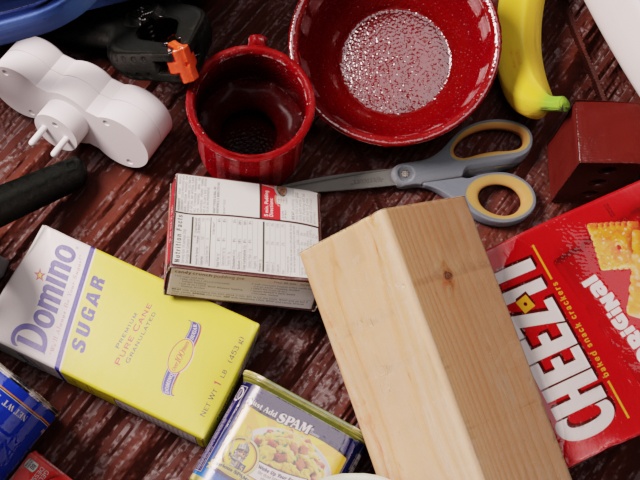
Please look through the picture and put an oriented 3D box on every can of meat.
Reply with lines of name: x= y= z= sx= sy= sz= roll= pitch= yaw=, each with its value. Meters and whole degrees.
can of meat: x=-0.028 y=0.151 z=0.734 sx=0.102 sy=0.057 sz=0.084 roll=28 pitch=73 yaw=6

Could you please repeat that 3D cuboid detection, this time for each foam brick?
foam brick: x=0.209 y=-0.066 z=0.812 sx=0.053 sy=0.078 sz=0.051 roll=2 pitch=69 yaw=-3

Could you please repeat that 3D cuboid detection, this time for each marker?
marker: x=0.079 y=-0.178 z=0.873 sx=0.121 sy=0.020 sz=0.020 roll=35 pitch=72 yaw=8

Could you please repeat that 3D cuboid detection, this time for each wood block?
wood block: x=0.076 y=0.085 z=0.715 sx=0.090 sy=0.090 sz=0.206 roll=-10 pitch=77 yaw=-44

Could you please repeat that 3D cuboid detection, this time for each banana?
banana: x=0.169 y=-0.170 z=0.854 sx=0.037 sy=0.070 sz=0.198 roll=24 pitch=56 yaw=-37

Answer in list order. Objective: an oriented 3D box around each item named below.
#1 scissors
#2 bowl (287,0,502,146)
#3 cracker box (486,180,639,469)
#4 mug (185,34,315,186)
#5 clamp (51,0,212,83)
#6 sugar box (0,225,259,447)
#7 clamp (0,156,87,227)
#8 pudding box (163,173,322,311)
scissors: x=0.079 y=-0.035 z=0.826 sx=0.201 sy=0.016 sz=0.096 roll=-21 pitch=74 yaw=-10
bowl: x=0.058 y=-0.147 z=0.832 sx=0.162 sy=0.055 sz=0.162 roll=-1 pitch=83 yaw=5
cracker box: x=0.220 y=0.053 z=0.775 sx=0.213 sy=0.072 sz=0.164 roll=-23 pitch=73 yaw=-10
mug: x=-0.052 y=-0.097 z=0.804 sx=0.093 sy=0.081 sz=0.117 roll=2 pitch=71 yaw=-3
clamp: x=-0.139 y=-0.156 z=0.806 sx=0.120 sy=0.039 sz=0.171 roll=-28 pitch=34 yaw=-2
sugar box: x=-0.141 y=0.067 z=0.762 sx=0.176 sy=0.048 sz=0.093 roll=24 pitch=71 yaw=3
clamp: x=-0.271 y=-0.015 z=0.736 sx=0.164 sy=0.036 sz=0.210 roll=8 pitch=32 yaw=5
pudding box: x=-0.055 y=0.001 z=0.771 sx=0.113 sy=0.039 sz=0.090 roll=6 pitch=50 yaw=-9
